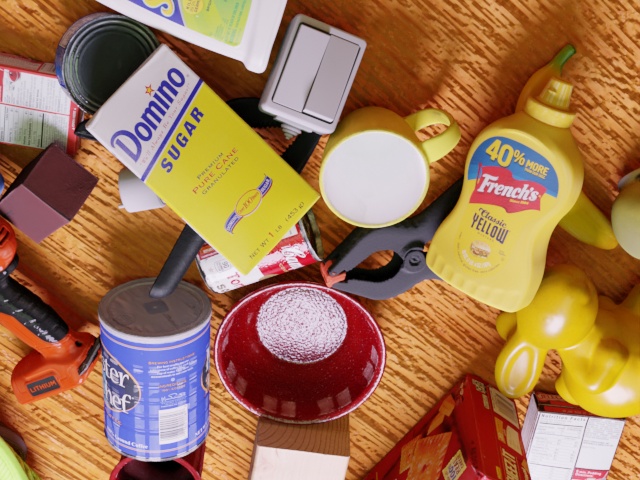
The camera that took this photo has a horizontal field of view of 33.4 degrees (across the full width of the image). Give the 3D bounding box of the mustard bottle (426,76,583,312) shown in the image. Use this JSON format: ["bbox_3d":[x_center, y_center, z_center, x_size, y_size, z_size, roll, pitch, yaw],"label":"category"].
[{"bbox_3d":[0.162,-0.044,0.880,0.096,0.058,0.192,31,114,27],"label":"mustard bottle"}]

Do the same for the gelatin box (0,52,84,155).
[{"bbox_3d":[-0.248,-0.118,0.915,0.089,0.030,0.073,10,120,-5],"label":"gelatin box"}]

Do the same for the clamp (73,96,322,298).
[{"bbox_3d":[-0.095,-0.070,0.910,0.210,0.036,0.164,-32,91,-4],"label":"clamp"}]

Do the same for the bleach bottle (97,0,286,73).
[{"bbox_3d":[-0.149,-0.218,0.840,0.250,0.068,0.103,17,113,-5],"label":"bleach bottle"}]

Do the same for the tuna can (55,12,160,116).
[{"bbox_3d":[-0.173,-0.144,0.877,0.086,0.034,0.086,-9,111,-24],"label":"tuna can"}]

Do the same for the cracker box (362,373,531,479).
[{"bbox_3d":[0.105,0.254,1.033,0.072,0.164,0.214,34,114,-14],"label":"cracker box"}]

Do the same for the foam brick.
[{"bbox_3d":[-0.238,-0.040,0.925,0.053,0.051,0.078,41,147,-19],"label":"foam brick"}]

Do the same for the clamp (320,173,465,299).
[{"bbox_3d":[0.084,-0.001,0.954,0.171,0.039,0.120,-9,111,-12],"label":"clamp"}]

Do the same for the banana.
[{"bbox_3d":[0.209,-0.068,0.926,0.070,0.037,0.198,-14,117,12],"label":"banana"}]

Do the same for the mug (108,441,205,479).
[{"bbox_3d":[-0.168,0.228,1.072,0.117,0.081,0.093,-35,112,18],"label":"mug"}]

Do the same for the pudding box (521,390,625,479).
[{"bbox_3d":[0.248,0.209,1.076,0.090,0.039,0.113,7,117,-2],"label":"pudding box"}]

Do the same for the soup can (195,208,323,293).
[{"bbox_3d":[-0.056,0.001,0.952,0.102,0.068,0.068,-19,117,10],"label":"soup can"}]

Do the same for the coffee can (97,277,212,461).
[{"bbox_3d":[-0.154,0.120,1.001,0.103,0.103,0.140,3,119,-1],"label":"coffee can"}]

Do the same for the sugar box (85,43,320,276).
[{"bbox_3d":[-0.095,-0.064,0.864,0.176,0.048,0.093,43,85,-12],"label":"sugar box"}]

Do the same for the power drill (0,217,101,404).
[{"bbox_3d":[-0.309,0.071,0.992,0.185,0.057,0.187,-20,123,33],"label":"power drill"}]

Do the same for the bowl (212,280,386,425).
[{"bbox_3d":[-0.019,0.095,1.010,0.162,0.055,0.162,1,119,1],"label":"bowl"}]

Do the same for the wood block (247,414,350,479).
[{"bbox_3d":[-0.032,0.266,1.085,0.091,0.090,0.206,8,118,-3],"label":"wood block"}]
